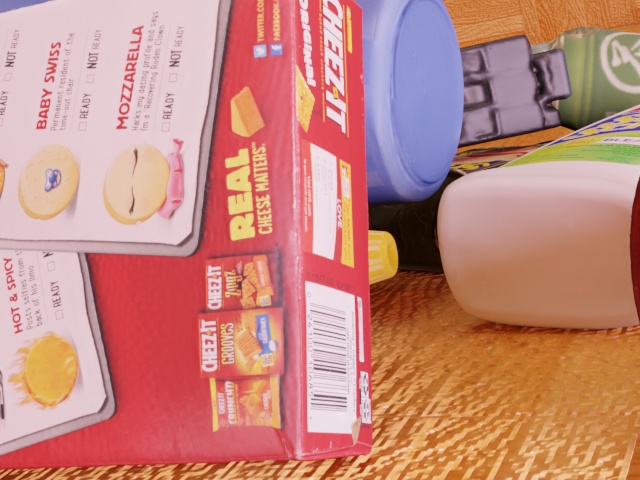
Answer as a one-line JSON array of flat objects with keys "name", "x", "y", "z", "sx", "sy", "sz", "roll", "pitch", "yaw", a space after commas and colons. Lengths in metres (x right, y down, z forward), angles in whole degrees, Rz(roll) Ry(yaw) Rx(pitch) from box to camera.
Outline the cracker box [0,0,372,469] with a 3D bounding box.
[{"name": "cracker box", "x": -0.089, "y": 0.000, "z": 0.390, "sx": 0.214, "sy": 0.164, "sz": 0.072, "roll": -7, "pitch": -13, "yaw": 25}]

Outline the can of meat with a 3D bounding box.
[{"name": "can of meat", "x": 0.085, "y": -0.020, "z": 0.597, "sx": 0.083, "sy": 0.057, "sz": 0.102, "roll": -17, "pitch": 12, "yaw": -34}]

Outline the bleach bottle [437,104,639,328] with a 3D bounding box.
[{"name": "bleach bottle", "x": 0.161, "y": -0.034, "z": 0.522, "sx": 0.103, "sy": 0.068, "sz": 0.250, "roll": 2, "pitch": 20, "yaw": 36}]
